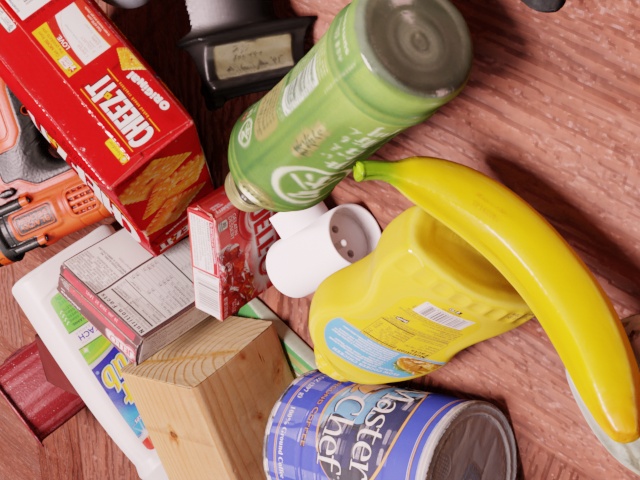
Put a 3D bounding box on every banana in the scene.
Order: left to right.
[{"bbox_3d":[0.104,0.017,0.558,0.198,0.069,0.037,45,152,17],"label":"banana"}]

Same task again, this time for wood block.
[{"bbox_3d":[-0.063,0.169,0.837,0.091,0.090,0.206,4,122,44],"label":"wood block"}]

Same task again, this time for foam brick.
[{"bbox_3d":[-0.208,0.095,0.966,0.051,0.078,0.053,18,129,39],"label":"foam brick"}]

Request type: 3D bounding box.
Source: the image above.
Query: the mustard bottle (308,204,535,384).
[{"bbox_3d":[0.047,0.047,0.669,0.096,0.058,0.192,23,146,-18],"label":"mustard bottle"}]

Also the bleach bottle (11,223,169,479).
[{"bbox_3d":[-0.150,0.116,0.906,0.251,0.102,0.068,55,158,-4],"label":"bleach bottle"}]

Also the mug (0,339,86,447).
[{"bbox_3d":[-0.272,0.135,1.047,0.117,0.081,0.093,29,151,50],"label":"mug"}]

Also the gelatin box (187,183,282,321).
[{"bbox_3d":[-0.055,0.001,0.742,0.030,0.073,0.089,25,132,31],"label":"gelatin box"}]

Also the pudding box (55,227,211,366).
[{"bbox_3d":[-0.127,0.031,0.805,0.090,0.113,0.039,41,140,18],"label":"pudding box"}]

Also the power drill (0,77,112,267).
[{"bbox_3d":[-0.278,-0.071,0.866,0.057,0.184,0.187,-93,-20,-79],"label":"power drill"}]

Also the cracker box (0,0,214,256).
[{"bbox_3d":[-0.149,-0.085,0.706,0.164,0.072,0.214,49,171,8],"label":"cracker box"}]

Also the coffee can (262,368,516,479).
[{"bbox_3d":[0.046,0.148,0.720,0.141,0.102,0.103,5,121,44],"label":"coffee can"}]
